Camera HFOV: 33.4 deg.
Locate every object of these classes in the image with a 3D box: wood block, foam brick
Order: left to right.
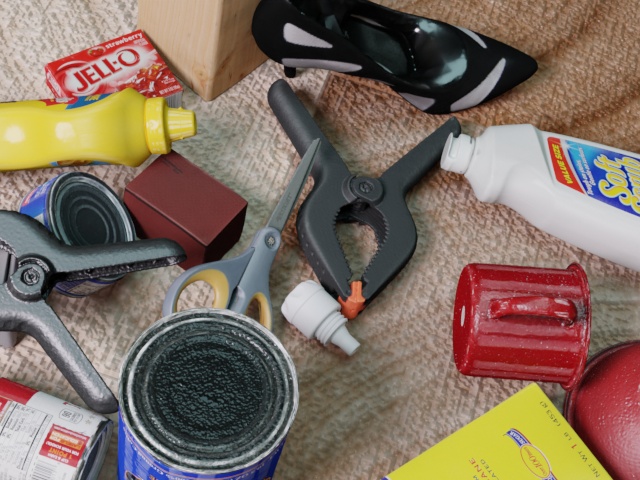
[{"bbox_3d":[-0.101,-0.020,0.793,0.078,0.051,0.053,35,57,12],"label":"foam brick"},{"bbox_3d":[-0.080,-0.222,0.833,0.091,0.206,0.090,40,59,15],"label":"wood block"}]

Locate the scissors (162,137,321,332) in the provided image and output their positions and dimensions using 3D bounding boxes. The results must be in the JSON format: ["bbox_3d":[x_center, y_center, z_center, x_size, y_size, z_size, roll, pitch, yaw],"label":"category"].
[{"bbox_3d":[-0.055,0.001,0.762,0.096,0.016,0.201,24,69,-35],"label":"scissors"}]

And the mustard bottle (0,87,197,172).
[{"bbox_3d":[-0.185,-0.078,0.771,0.191,0.096,0.058,-3,97,1],"label":"mustard bottle"}]

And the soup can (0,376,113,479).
[{"bbox_3d":[-0.191,0.126,0.672,0.102,0.069,0.068,20,56,2],"label":"soup can"}]

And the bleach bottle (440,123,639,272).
[{"bbox_3d":[0.217,-0.030,0.843,0.251,0.068,0.102,16,53,-2],"label":"bleach bottle"}]

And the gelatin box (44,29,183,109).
[{"bbox_3d":[-0.166,-0.124,0.861,0.089,0.030,0.073,-26,65,-24],"label":"gelatin box"}]

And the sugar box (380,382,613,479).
[{"bbox_3d":[0.100,0.177,0.706,0.176,0.048,0.093,-27,66,-26],"label":"sugar box"}]

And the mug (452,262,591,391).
[{"bbox_3d":[0.142,0.057,0.754,0.081,0.117,0.093,4,79,-2],"label":"mug"}]

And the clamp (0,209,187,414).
[{"bbox_3d":[-0.174,0.021,0.685,0.171,0.039,0.120,31,64,-1],"label":"clamp"}]

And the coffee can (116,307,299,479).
[{"bbox_3d":[-0.073,0.119,0.654,0.102,0.140,0.103,5,57,-8],"label":"coffee can"}]

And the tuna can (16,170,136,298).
[{"bbox_3d":[-0.170,-0.005,0.751,0.086,0.034,0.086,38,39,-40],"label":"tuna can"}]

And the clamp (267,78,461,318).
[{"bbox_3d":[0.040,-0.035,0.838,0.164,0.036,0.210,5,57,-11],"label":"clamp"}]
